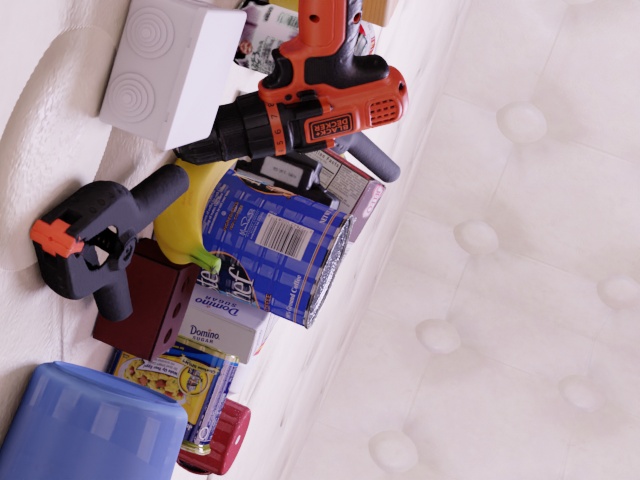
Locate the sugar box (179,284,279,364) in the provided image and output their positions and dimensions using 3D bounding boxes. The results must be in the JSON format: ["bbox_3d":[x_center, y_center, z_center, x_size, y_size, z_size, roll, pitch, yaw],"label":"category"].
[{"bbox_3d":[-0.080,0.050,1.043,0.176,0.093,0.048,-53,163,-60],"label":"sugar box"}]

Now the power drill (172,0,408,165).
[{"bbox_3d":[-0.029,-0.142,0.763,0.188,0.184,0.057,83,-11,-46],"label":"power drill"}]

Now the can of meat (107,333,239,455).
[{"bbox_3d":[-0.126,0.119,0.880,0.057,0.102,0.084,53,57,-80],"label":"can of meat"}]

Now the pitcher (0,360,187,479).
[{"bbox_3d":[-0.172,0.210,0.710,0.149,0.144,0.243,7,-104,65],"label":"pitcher"}]

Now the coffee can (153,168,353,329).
[{"bbox_3d":[-0.056,0.001,0.890,0.102,0.140,0.103,22,89,-82],"label":"coffee can"}]

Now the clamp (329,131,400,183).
[{"bbox_3d":[0.008,-0.143,1.159,0.036,0.164,0.209,-34,163,21],"label":"clamp"}]

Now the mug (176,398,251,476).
[{"bbox_3d":[-0.131,0.218,1.186,0.093,0.081,0.117,-57,166,-56],"label":"mug"}]

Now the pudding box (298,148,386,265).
[{"bbox_3d":[-0.002,-0.030,1.044,0.113,0.090,0.039,-59,149,9],"label":"pudding box"}]

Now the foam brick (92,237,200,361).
[{"bbox_3d":[-0.132,0.044,0.814,0.053,0.051,0.078,-37,148,-75],"label":"foam brick"}]

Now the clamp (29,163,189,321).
[{"bbox_3d":[-0.134,-0.008,0.698,0.171,0.039,0.120,58,52,-80],"label":"clamp"}]

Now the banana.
[{"bbox_3d":[-0.086,-0.045,0.828,0.037,0.069,0.197,93,9,-47],"label":"banana"}]
